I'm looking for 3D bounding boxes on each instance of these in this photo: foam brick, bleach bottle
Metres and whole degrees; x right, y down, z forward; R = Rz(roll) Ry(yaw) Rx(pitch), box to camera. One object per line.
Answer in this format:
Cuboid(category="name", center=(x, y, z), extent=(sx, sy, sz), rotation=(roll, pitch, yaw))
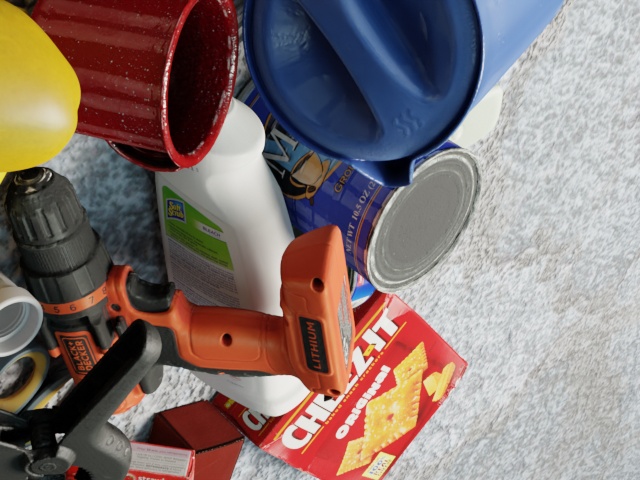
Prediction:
Cuboid(category="foam brick", center=(-0.102, 0.173, 0.823), extent=(0.051, 0.053, 0.078), rotation=(-8, 127, -47))
Cuboid(category="bleach bottle", center=(-0.054, 0.001, 0.678), extent=(0.068, 0.103, 0.251), rotation=(-47, 149, -36))

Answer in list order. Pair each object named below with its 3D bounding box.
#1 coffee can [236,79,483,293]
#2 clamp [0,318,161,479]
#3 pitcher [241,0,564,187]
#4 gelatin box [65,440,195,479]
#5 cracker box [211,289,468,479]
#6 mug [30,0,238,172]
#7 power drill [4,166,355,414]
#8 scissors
Cuboid(category="coffee can", center=(0.019, -0.045, 0.689), extent=(0.102, 0.140, 0.103), rotation=(-31, 141, -30))
Cuboid(category="clamp", center=(-0.177, 0.120, 0.642), extent=(0.164, 0.036, 0.210), rotation=(-5, 143, -11))
Cuboid(category="pitcher", center=(0.066, -0.152, 0.622), extent=(0.149, 0.145, 0.242), rotation=(-55, 172, 35))
Cuboid(category="gelatin box", center=(-0.136, 0.177, 0.761), extent=(0.030, 0.089, 0.073), rotation=(-84, -178, -52))
Cuboid(category="cracker box", center=(0.028, 0.123, 0.917), extent=(0.164, 0.072, 0.213), rotation=(-52, 146, -3))
Cuboid(category="mug", center=(-0.095, -0.082, 0.550), extent=(0.117, 0.081, 0.093), rotation=(85, 22, -50))
Cuboid(category="power drill", center=(-0.078, 0.031, 0.625), extent=(0.057, 0.188, 0.184), rotation=(-77, 162, -46))
Cuboid(category="scissors", center=(-0.226, 0.136, 0.673), extent=(0.201, 0.016, 0.096), rotation=(-40, 143, -18))
